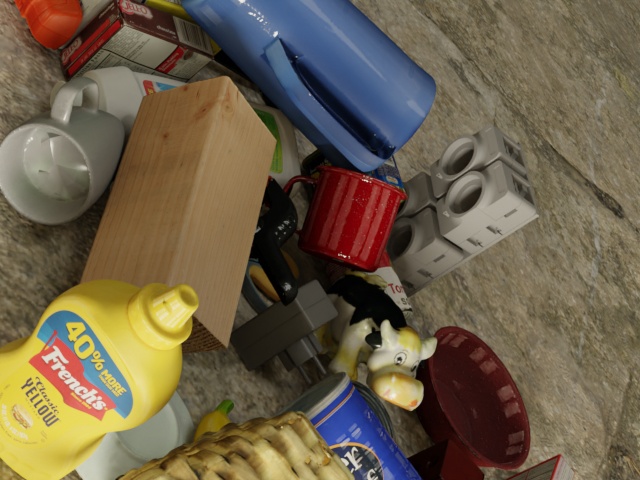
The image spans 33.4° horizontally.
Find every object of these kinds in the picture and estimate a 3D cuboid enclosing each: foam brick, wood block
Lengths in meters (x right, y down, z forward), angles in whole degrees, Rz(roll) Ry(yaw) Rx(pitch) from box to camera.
[{"bbox_3d":[0.101,0.227,0.976,0.051,0.078,0.053,49,32,-12],"label":"foam brick"},{"bbox_3d":[-0.111,-0.020,0.856,0.090,0.090,0.206,51,40,-44],"label":"wood block"}]

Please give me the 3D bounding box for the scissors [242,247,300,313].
[{"bbox_3d":[-0.085,-0.003,1.006,0.201,0.016,0.096,49,31,-10],"label":"scissors"}]

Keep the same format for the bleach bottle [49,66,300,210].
[{"bbox_3d":[-0.132,-0.097,0.988,0.250,0.068,0.102,10,64,-43],"label":"bleach bottle"}]

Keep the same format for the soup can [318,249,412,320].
[{"bbox_3d":[0.044,0.041,1.085,0.068,0.069,0.102,1,60,-52],"label":"soup can"}]

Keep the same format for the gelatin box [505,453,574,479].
[{"bbox_3d":[0.218,0.267,1.097,0.030,0.073,0.089,51,32,-5],"label":"gelatin box"}]

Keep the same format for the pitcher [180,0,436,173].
[{"bbox_3d":[-0.013,-0.177,1.006,0.242,0.149,0.145,41,75,-27],"label":"pitcher"}]

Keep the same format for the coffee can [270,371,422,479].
[{"bbox_3d":[0.020,0.194,0.876,0.140,0.103,0.102,54,32,-1],"label":"coffee can"}]

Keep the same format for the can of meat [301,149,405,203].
[{"bbox_3d":[0.037,-0.066,1.146,0.057,0.102,0.084,15,51,-47],"label":"can of meat"}]

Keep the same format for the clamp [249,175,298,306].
[{"bbox_3d":[-0.056,0.001,0.940,0.171,0.120,0.039,-61,157,-45],"label":"clamp"}]

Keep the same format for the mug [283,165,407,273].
[{"bbox_3d":[0.016,-0.022,1.020,0.117,0.093,0.081,19,85,-6],"label":"mug"}]

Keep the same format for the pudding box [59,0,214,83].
[{"bbox_3d":[-0.168,-0.172,0.984,0.113,0.090,0.039,14,51,-47],"label":"pudding box"}]

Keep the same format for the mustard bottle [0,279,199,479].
[{"bbox_3d":[-0.144,0.080,0.680,0.096,0.192,0.058,56,32,2],"label":"mustard bottle"}]

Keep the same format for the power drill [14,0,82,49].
[{"bbox_3d":[-0.293,-0.215,0.889,0.187,0.057,0.184,6,56,-51],"label":"power drill"}]

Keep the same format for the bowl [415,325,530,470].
[{"bbox_3d":[0.148,0.172,1.111,0.162,0.055,0.162,33,37,-31],"label":"bowl"}]
